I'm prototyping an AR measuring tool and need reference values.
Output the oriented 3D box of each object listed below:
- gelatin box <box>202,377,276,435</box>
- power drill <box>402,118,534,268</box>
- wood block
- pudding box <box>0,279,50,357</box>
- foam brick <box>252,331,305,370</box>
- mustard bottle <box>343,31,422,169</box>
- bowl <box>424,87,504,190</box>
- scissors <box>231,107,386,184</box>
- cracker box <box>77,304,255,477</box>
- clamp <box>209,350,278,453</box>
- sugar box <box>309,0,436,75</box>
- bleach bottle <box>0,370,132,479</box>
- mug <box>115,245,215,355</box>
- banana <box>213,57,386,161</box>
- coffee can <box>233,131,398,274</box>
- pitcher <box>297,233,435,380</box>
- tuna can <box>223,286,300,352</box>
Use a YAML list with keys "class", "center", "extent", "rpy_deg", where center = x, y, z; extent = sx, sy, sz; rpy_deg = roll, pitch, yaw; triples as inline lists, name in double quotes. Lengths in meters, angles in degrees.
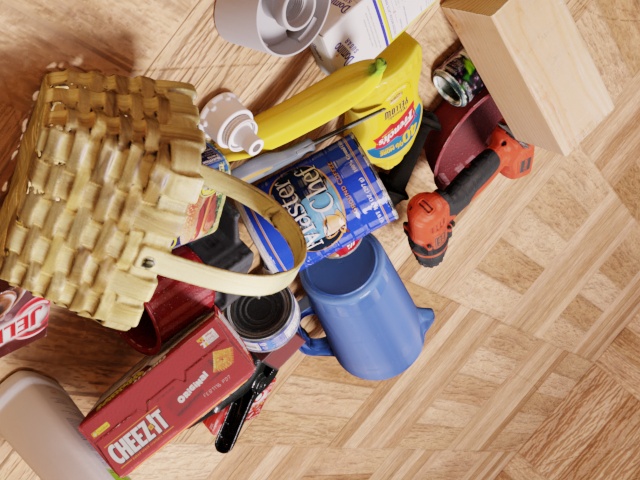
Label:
- class: "gelatin box"
  center: [-0.108, 0.213, 1.418]
  extent: [0.089, 0.030, 0.073]
  rpy_deg: [-16, 140, -48]
- class: "power drill"
  center: [0.183, -0.053, 1.333]
  extent: [0.187, 0.057, 0.184]
  rpy_deg: [-44, 162, -9]
- class: "wood block"
  center: [0.234, -0.204, 1.188]
  extent: [0.090, 0.091, 0.206]
  rpy_deg: [-44, 125, -10]
- class: "pudding box"
  center: [-0.288, 0.066, 0.922]
  extent: [0.113, 0.039, 0.090]
  rpy_deg: [-26, 147, -38]
- class: "foam brick"
  center: [-0.068, 0.108, 1.279]
  extent: [0.053, 0.078, 0.051]
  rpy_deg: [-46, 155, 1]
- class: "mustard bottle"
  center: [0.068, -0.138, 1.165]
  extent: [0.096, 0.058, 0.191]
  rpy_deg: [-39, 153, -15]
- class: "bowl"
  center: [0.182, -0.142, 1.337]
  extent: [0.162, 0.055, 0.162]
  rpy_deg: [-36, 152, -23]
- class: "scissors"
  center: [-0.023, -0.090, 1.052]
  extent: [0.202, 0.016, 0.096]
  rpy_deg: [-28, 179, 1]
- class: "cracker box"
  center: [-0.149, 0.146, 1.078]
  extent: [0.164, 0.072, 0.214]
  rpy_deg: [-39, -176, -5]
- class: "clamp"
  center: [-0.093, 0.175, 1.335]
  extent: [0.171, 0.039, 0.120]
  rpy_deg: [-60, 164, -23]
- class: "sugar box"
  center: [0.062, -0.238, 1.030]
  extent: [0.176, 0.048, 0.093]
  rpy_deg: [-41, 153, -6]
- class: "bleach bottle"
  center: [-0.218, 0.235, 1.023]
  extent: [0.068, 0.251, 0.102]
  rpy_deg: [-47, 154, -1]
- class: "mug"
  center: [-0.162, 0.043, 1.045]
  extent: [0.081, 0.093, 0.117]
  rpy_deg: [-35, 116, -34]
- class: "banana"
  center: [-0.016, -0.127, 1.018]
  extent: [0.198, 0.037, 0.069]
  rpy_deg: [-28, 168, 21]
- class: "coffee can"
  center: [-0.005, -0.034, 1.099]
  extent: [0.140, 0.103, 0.102]
  rpy_deg: [-29, 154, 2]
- class: "pitcher"
  center: [0.042, 0.083, 1.374]
  extent: [0.149, 0.145, 0.242]
  rpy_deg: [-54, 153, -14]
- class: "tuna can"
  center: [-0.068, 0.084, 1.234]
  extent: [0.086, 0.086, 0.033]
  rpy_deg: [-43, 152, -11]
